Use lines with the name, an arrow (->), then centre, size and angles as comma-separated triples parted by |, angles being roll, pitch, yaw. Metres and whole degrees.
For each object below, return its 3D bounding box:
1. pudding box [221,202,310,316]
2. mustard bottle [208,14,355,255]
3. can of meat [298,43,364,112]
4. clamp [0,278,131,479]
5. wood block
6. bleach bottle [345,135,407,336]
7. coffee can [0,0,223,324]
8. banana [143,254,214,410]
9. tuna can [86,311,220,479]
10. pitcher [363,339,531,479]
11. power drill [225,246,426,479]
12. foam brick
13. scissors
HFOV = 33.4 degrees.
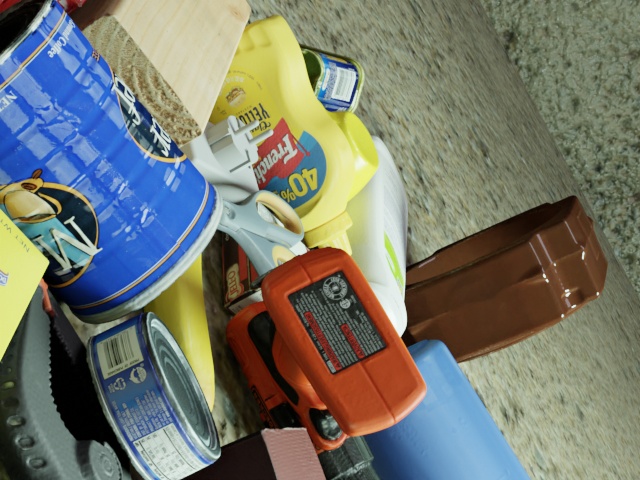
pudding box -> -0.028, 0.037, 0.793 | 0.113, 0.039, 0.090 | 43, 29, -38
mustard bottle -> -0.027, -0.069, 0.827 | 0.191, 0.096, 0.058 | 62, 31, -6
can of meat -> -0.025, -0.146, 0.941 | 0.083, 0.102, 0.057 | -4, 112, -65
clamp -> -0.108, 0.119, 0.503 | 0.164, 0.036, 0.210 | 43, 23, -60
wood block -> -0.119, -0.130, 0.705 | 0.090, 0.091, 0.206 | 53, 23, -24
bleach bottle -> 0.038, 0.010, 0.923 | 0.250, 0.068, 0.102 | -85, 152, -58
coffee can -> -0.132, -0.040, 0.549 | 0.140, 0.103, 0.102 | 51, 24, -28
banana -> -0.086, 0.019, 0.678 | 0.069, 0.037, 0.198 | 45, 27, -33
tuna can -> -0.084, 0.080, 0.543 | 0.086, 0.034, 0.086 | 64, 0, -1
pitcher -> 0.092, 0.203, 0.769 | 0.243, 0.145, 0.149 | 61, 7, 5
power drill -> 0.005, 0.098, 0.638 | 0.184, 0.057, 0.188 | 57, -21, 15
foam brick -> -0.042, 0.138, 0.580 | 0.052, 0.078, 0.051 | 18, 50, -61
scissors -> -0.055, 0.001, 0.698 | 0.201, 0.016, 0.096 | 1, 64, -66
